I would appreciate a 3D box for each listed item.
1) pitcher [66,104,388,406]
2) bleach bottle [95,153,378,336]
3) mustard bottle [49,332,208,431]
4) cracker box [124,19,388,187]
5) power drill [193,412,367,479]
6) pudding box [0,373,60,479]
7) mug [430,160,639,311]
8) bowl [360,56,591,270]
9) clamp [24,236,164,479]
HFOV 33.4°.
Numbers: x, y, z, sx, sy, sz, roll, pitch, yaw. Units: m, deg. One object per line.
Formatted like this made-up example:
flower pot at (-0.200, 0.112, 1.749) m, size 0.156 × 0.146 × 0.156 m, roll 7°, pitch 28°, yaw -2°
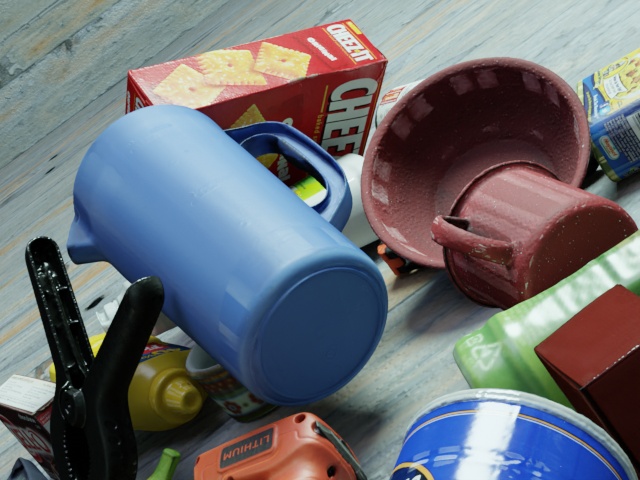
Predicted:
pitcher at (-0.055, 0.001, 0.722) m, size 0.243 × 0.144 × 0.149 m, roll 37°, pitch 108°, yaw 48°
bleach bottle at (-0.063, 0.014, 0.869) m, size 0.250 × 0.068 × 0.103 m, roll -28°, pitch 17°, yaw -7°
mustard bottle at (-0.142, 0.113, 0.847) m, size 0.096 × 0.058 × 0.192 m, roll -16°, pitch 10°, yaw -30°
cracker box at (-0.058, -0.084, 0.907) m, size 0.213 × 0.164 × 0.072 m, roll -18°, pitch 53°, yaw -28°
power drill at (-0.056, 0.188, 0.569) m, size 0.185 × 0.057 × 0.187 m, roll -25°, pitch 25°, yaw 28°
pudding box at (-0.206, 0.151, 0.834) m, size 0.114 × 0.090 × 0.039 m, roll -5°, pitch 36°, yaw 53°
mug at (0.119, 0.005, 0.607) m, size 0.082 × 0.117 × 0.093 m, roll 35°, pitch 110°, yaw 63°
bowl at (0.111, -0.044, 0.731) m, size 0.162 × 0.055 × 0.162 m, roll -14°, pitch 58°, yaw 23°
clamp at (-0.149, 0.105, 0.715) m, size 0.036 × 0.210 × 0.165 m, roll -7°, pitch 7°, yaw -38°
